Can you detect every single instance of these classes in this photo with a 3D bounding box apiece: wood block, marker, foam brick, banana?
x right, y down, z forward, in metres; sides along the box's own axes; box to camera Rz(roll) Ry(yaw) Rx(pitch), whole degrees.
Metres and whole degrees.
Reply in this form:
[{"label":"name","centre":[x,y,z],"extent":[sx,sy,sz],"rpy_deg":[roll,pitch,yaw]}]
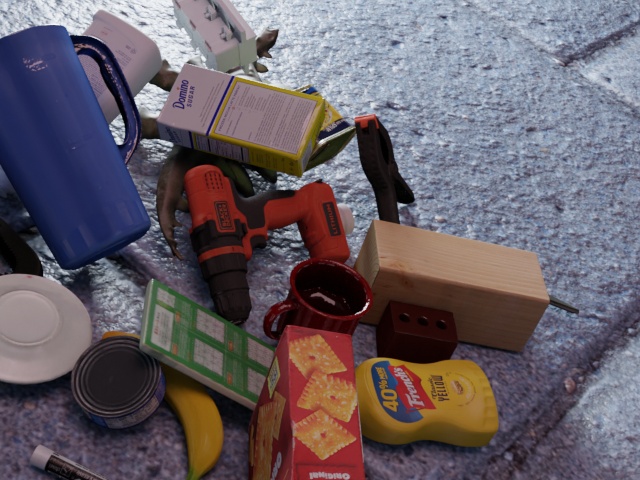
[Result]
[{"label":"wood block","centre":[0.149,0.054,1.248],"extent":[0.206,0.090,0.091],"rpy_deg":[11,39,-12]},{"label":"marker","centre":[-0.201,0.216,0.952],"extent":[0.121,0.020,0.020],"rpy_deg":[24,38,4]},{"label":"foam brick","centre":[0.107,0.108,1.196],"extent":[0.078,0.051,0.053],"rpy_deg":[11,39,-12]},{"label":"banana","centre":[-0.145,0.153,1.039],"extent":[0.069,0.037,0.198],"rpy_deg":[-11,48,-34]}]

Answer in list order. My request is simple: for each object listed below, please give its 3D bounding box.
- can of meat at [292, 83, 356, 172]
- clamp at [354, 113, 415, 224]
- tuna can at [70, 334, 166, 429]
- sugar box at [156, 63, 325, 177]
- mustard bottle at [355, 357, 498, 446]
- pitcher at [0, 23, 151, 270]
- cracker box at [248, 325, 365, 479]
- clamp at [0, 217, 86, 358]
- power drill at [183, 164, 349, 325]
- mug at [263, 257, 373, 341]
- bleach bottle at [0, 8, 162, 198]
[{"label":"can of meat","centre":[-0.017,-0.139,1.312],"extent":[0.084,0.058,0.101],"rpy_deg":[47,39,9]},{"label":"clamp","centre":[0.079,-0.075,1.335],"extent":[0.039,0.171,0.120],"rpy_deg":[-15,39,18]},{"label":"tuna can","centre":[-0.191,0.135,1.015],"extent":[0.086,0.034,0.086],"rpy_deg":[-3,56,4]},{"label":"sugar box","centre":[-0.091,-0.140,1.238],"extent":[0.176,0.048,0.093],"rpy_deg":[15,62,12]},{"label":"mustard bottle","centre":[0.085,0.167,1.111],"extent":[0.191,0.058,0.096],"rpy_deg":[5,46,-19]},{"label":"pitcher","centre":[-0.270,-0.100,1.137],"extent":[0.243,0.149,0.145],"rpy_deg":[63,13,0]},{"label":"cracker box","centre":[-0.019,0.207,0.930],"extent":[0.072,0.164,0.213],"rpy_deg":[11,39,-11]},{"label":"clamp","centre":[-0.332,0.056,1.067],"extent":[0.164,0.036,0.210],"rpy_deg":[-3,48,-29]},{"label":"power drill","centre":[-0.058,0.001,1.213],"extent":[0.187,0.057,0.184],"rpy_deg":[-3,73,-38]},{"label":"mug","centre":[-0.009,0.081,1.149],"extent":[0.117,0.082,0.093],"rpy_deg":[-10,48,-34]},{"label":"bleach bottle","centre":[-0.298,-0.153,1.244],"extent":[0.103,0.068,0.250],"rpy_deg":[32,68,15]}]
